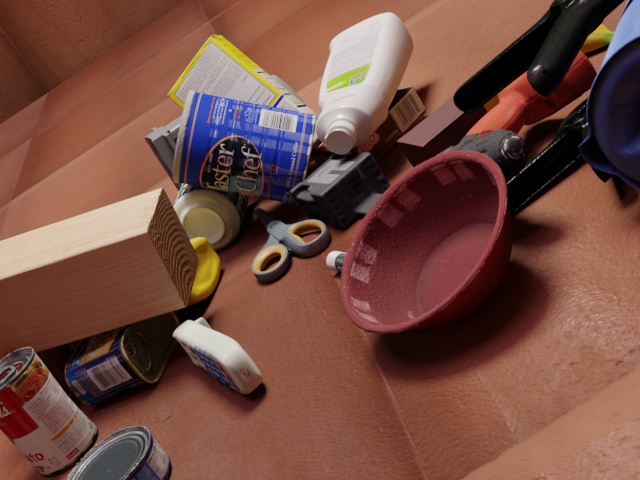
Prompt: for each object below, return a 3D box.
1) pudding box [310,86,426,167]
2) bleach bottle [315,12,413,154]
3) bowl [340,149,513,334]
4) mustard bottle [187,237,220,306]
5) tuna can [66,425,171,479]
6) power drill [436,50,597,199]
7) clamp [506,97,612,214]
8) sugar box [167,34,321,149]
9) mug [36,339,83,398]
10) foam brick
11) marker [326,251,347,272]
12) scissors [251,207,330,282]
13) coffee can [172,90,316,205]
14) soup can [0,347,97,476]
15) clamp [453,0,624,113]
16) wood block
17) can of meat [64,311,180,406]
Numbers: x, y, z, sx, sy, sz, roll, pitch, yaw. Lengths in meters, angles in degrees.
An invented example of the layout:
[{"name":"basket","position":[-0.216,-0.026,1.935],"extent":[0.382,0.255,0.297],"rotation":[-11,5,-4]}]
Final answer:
[{"name":"pudding box","position":[0.053,-0.123,1.204],"extent":[0.113,0.039,0.090],"rotation":[-44,23,-25]},{"name":"bleach bottle","position":[0.038,-0.165,1.177],"extent":[0.103,0.068,0.250],"rotation":[-24,25,27]},{"name":"bowl","position":[0.092,0.012,0.818],"extent":[0.162,0.055,0.162],"rotation":[-34,36,29]},{"name":"mustard bottle","position":[-0.203,0.063,1.150],"extent":[0.192,0.058,0.096],"rotation":[-24,21,23]},{"name":"tuna can","position":[-0.164,0.192,0.864],"extent":[0.086,0.033,0.086],"rotation":[-29,23,13]},{"name":"power drill","position":[0.158,-0.095,0.923],"extent":[0.187,0.057,0.185],"rotation":[-43,7,-25]},{"name":"clamp","position":[0.227,-0.087,0.886],"extent":[0.171,0.039,0.120],"rotation":[-48,21,-25]},{"name":"sugar box","position":[-0.083,-0.151,1.250],"extent":[0.093,0.176,0.048],"rotation":[-51,-4,18]},{"name":"mug","position":[-0.283,0.119,1.115],"extent":[0.117,0.081,0.093],"rotation":[-13,30,41]},{"name":"foam brick","position":[0.126,-0.096,1.033],"extent":[0.078,0.051,0.053],"rotation":[-39,23,-11]},{"name":"marker","position":[0.044,0.024,0.943],"extent":[0.020,0.020,0.121],"rotation":[-43,24,-21]},{"name":"scissors","position":[-0.057,0.001,1.134],"extent":[0.096,0.016,0.202],"rotation":[-42,23,-19]},{"name":"coffee can","position":[-0.083,-0.100,1.163],"extent":[0.140,0.103,0.103],"rotation":[10,26,-4]},{"name":"soup can","position":[-0.260,0.157,0.978],"extent":[0.068,0.102,0.068],"rotation":[-29,23,13]},{"name":"clamp","position":[0.205,-0.179,0.851],"extent":[0.210,0.036,0.165],"rotation":[-44,12,-2]},{"name":"wood block","position":[-0.233,0.035,1.031],"extent":[0.206,0.091,0.090],"rotation":[-17,28,13]},{"name":"can of meat","position":[-0.196,0.108,1.052],"extent":[0.084,0.057,0.102],"rotation":[-25,24,25]}]
